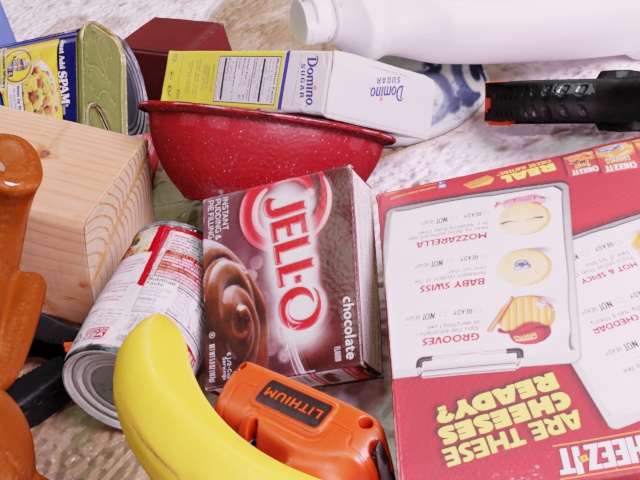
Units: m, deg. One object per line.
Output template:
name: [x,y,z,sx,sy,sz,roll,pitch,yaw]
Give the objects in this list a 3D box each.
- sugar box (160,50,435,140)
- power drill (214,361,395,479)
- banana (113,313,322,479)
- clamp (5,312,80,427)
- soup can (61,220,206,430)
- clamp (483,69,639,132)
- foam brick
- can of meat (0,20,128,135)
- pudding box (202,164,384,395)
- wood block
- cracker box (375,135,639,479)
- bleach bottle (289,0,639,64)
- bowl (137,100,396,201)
sugar box: [-0.018,-0.098,0.704,0.093,0.048,0.177,7,0,-42]
power drill: [-0.072,0.127,0.466,0.185,0.057,0.187,19,40,39]
banana: [-0.044,0.083,0.444,0.069,0.037,0.198,-4,23,-40]
clamp: [-0.211,0.073,0.629,0.171,0.039,0.120,-15,56,0]
soup can: [-0.093,0.047,0.594,0.069,0.068,0.102,-2,40,21]
clamp: [0.177,-0.082,0.623,0.210,0.036,0.164,6,7,40]
foam brick: [-0.115,-0.143,0.859,0.078,0.053,0.051,14,47,34]
can of meat: [-0.184,-0.092,0.739,0.084,0.057,0.102,-7,79,19]
pudding box: [-0.016,0.024,0.569,0.090,0.039,0.113,-13,68,22]
wood block: [-0.220,-0.028,0.677,0.206,0.090,0.090,14,43,11]
cracker box: [0.116,0.047,0.505,0.164,0.072,0.213,-12,38,9]
bleach bottle: [0.104,-0.153,0.697,0.250,0.068,0.103,-12,53,-21]
bowl: [-0.036,-0.047,0.663,0.162,0.055,0.162,7,1,0]
